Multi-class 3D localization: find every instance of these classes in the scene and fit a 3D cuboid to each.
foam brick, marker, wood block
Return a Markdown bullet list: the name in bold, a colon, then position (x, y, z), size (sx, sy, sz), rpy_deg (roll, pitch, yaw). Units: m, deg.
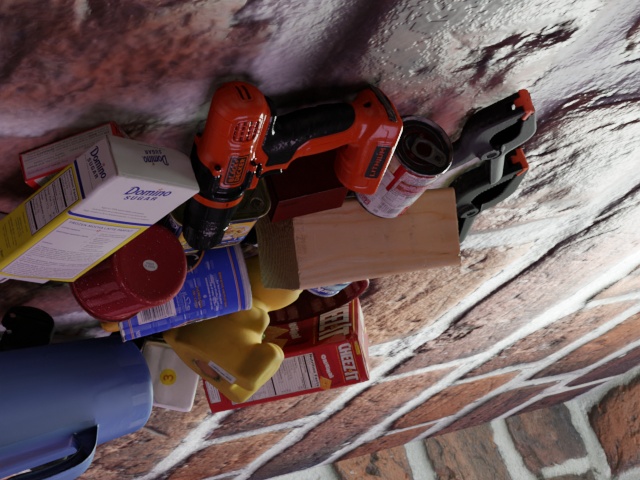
- **foam brick**: position (-0.018, -0.058, 1.063), size (0.078, 0.051, 0.053), rpy_deg (-13, 160, -17)
- **marker**: position (-0.058, 0.002, 1.243), size (0.020, 0.020, 0.120), rpy_deg (-28, 159, 26)
- **wood block**: position (0.042, -0.004, 1.170), size (0.205, 0.090, 0.091), rpy_deg (-7, -177, -29)

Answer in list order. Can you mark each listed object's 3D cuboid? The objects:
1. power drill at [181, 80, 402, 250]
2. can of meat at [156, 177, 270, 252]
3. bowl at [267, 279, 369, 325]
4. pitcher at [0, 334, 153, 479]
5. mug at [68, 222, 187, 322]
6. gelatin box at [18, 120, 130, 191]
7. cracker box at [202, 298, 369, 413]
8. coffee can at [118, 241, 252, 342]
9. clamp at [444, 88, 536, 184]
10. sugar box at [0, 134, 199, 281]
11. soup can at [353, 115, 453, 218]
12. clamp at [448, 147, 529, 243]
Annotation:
- **power drill**: position (-0.029, -0.068, 0.960), size (0.187, 0.057, 0.185), rpy_deg (-11, 144, -29)
- **can of meat**: position (-0.110, -0.028, 1.052), size (0.102, 0.057, 0.084), rpy_deg (-9, 162, -23)
- **bowl**: position (-0.022, 0.054, 1.367), size (0.162, 0.055, 0.162), rpy_deg (-16, 161, -6)
- **pitcher**: position (-0.290, 0.175, 1.080), size (0.242, 0.149, 0.145), rpy_deg (-9, 174, -41)
- **mug**: position (-0.184, 0.016, 1.016), size (0.093, 0.117, 0.082), rpy_deg (-20, -178, -40)
- **gelatin box**: position (-0.199, -0.064, 0.910), size (0.089, 0.030, 0.073), rpy_deg (-20, 160, 5)
- **cracker box**: position (-0.045, 0.149, 1.439), size (0.214, 0.072, 0.164), rpy_deg (-13, -164, 5)
- **coffee can**: position (-0.154, 0.041, 1.132), size (0.140, 0.103, 0.103), rpy_deg (-14, 161, -12)
- **clamp**: position (0.183, -0.103, 1.143), size (0.120, 0.039, 0.172), rpy_deg (-4, 159, -36)
- **sugar box**: position (-0.196, -0.024, 0.905), size (0.176, 0.048, 0.093), rpy_deg (-34, 155, 30)
- **soup can**: position (0.082, -0.073, 1.089), size (0.068, 0.068, 0.102), rpy_deg (-9, 160, -26)
- **clamp**: position (0.165, -0.045, 1.292), size (0.164, 0.036, 0.210), rpy_deg (-5, 155, -36)
